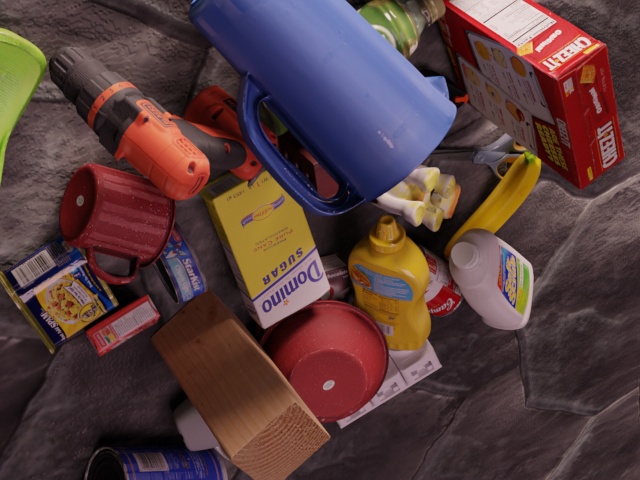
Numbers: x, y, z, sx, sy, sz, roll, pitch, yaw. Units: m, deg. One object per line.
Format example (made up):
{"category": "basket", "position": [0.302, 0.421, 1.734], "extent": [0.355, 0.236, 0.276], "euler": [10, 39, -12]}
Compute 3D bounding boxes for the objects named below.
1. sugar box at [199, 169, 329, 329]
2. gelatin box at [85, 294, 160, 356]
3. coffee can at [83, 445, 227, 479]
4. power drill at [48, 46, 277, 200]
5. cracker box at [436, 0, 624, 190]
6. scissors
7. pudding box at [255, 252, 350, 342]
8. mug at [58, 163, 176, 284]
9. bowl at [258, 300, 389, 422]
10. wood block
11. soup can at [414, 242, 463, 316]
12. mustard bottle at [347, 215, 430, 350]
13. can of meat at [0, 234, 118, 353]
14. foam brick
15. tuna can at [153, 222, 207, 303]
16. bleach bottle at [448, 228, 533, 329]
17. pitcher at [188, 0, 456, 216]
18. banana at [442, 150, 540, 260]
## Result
{"category": "sugar box", "position": [-0.057, 0.001, 1.160], "extent": [0.093, 0.048, 0.176], "euler": [-30, 121, -15]}
{"category": "gelatin box", "position": [-0.208, 0.091, 1.121], "extent": [0.073, 0.030, 0.089], "euler": [-32, 179, -14]}
{"category": "coffee can", "position": [-0.196, 0.295, 1.272], "extent": [0.140, 0.103, 0.103], "euler": [8, 117, -40]}
{"category": "power drill", "position": [-0.137, -0.108, 0.970], "extent": [0.057, 0.184, 0.187], "euler": [-53, 161, 22]}
{"category": "cracker box", "position": [0.218, -0.176, 1.127], "extent": [0.072, 0.214, 0.164], "euler": [-36, 137, -8]}
{"category": "scissors", "position": [0.207, -0.119, 1.307], "extent": [0.201, 0.016, 0.096], "euler": [15, 116, -44]}
{"category": "pudding box", "position": [-0.021, 0.071, 1.271], "extent": [0.113, 0.039, 0.090], "euler": [-17, 130, -27]}
{"category": "mug", "position": [-0.198, -0.015, 1.025], "extent": [0.081, 0.117, 0.093], "euler": [16, 157, -38]}
{"category": "bowl", "position": [0.006, 0.153, 1.242], "extent": [0.162, 0.055, 0.162], "euler": [-2, 112, -6]}
{"category": "wood block", "position": [-0.091, 0.159, 1.166], "extent": [0.090, 0.206, 0.090], "euler": [-41, 137, -2]}
{"category": "soup can", "position": [0.129, 0.049, 1.343], "extent": [0.068, 0.069, 0.102], "euler": [-50, 138, 7]}
{"category": "mustard bottle", "position": [0.079, 0.044, 1.238], "extent": [0.058, 0.096, 0.191], "euler": [-52, 151, -35]}
{"category": "can of meat", "position": [-0.261, 0.050, 1.066], "extent": [0.084, 0.057, 0.102], "euler": [-34, 137, -13]}
{"category": "foam brick", "position": [-0.003, -0.088, 1.133], "extent": [0.051, 0.078, 0.053], "euler": [-26, 135, -20]}
{"category": "tuna can", "position": [-0.151, 0.022, 1.103], "extent": [0.033, 0.086, 0.086], "euler": [-27, 135, -15]}
{"category": "bleach bottle", "position": [0.208, 0.047, 1.331], "extent": [0.250, 0.068, 0.102], "euler": [26, 71, -65]}
{"category": "pitcher", "position": [-0.007, -0.150, 0.969], "extent": [0.145, 0.149, 0.242], "euler": [-37, 108, 29]}
{"category": "banana", "position": [0.223, -0.049, 1.344], "extent": [0.069, 0.037, 0.198], "euler": [-6, 141, -40]}
